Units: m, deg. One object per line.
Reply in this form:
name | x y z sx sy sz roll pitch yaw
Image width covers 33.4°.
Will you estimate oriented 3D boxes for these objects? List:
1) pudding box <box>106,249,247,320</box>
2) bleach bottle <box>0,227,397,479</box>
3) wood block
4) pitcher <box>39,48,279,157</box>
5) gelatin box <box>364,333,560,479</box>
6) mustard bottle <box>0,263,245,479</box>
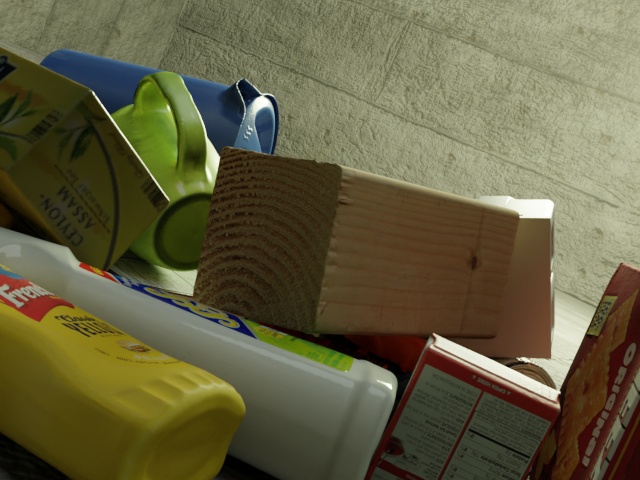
pudding box | -0.114 0.034 0.692 0.113 0.039 0.090 14 12 -48
bleach bottle | -0.089 0.051 0.532 0.251 0.068 0.102 22 1 5
wood block | 0.030 0.007 0.652 0.090 0.091 0.205 12 2 37
pitcher | -0.174 -0.106 1.093 0.243 0.149 0.145 18 -4 14
gelatin box | 0.071 0.103 0.548 0.073 0.089 0.030 25 16 6
mustard bottle | -0.131 0.044 0.450 0.192 0.058 0.096 25 6 20
